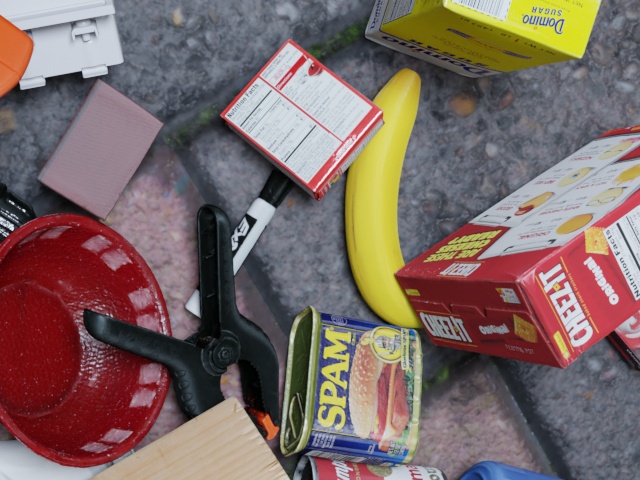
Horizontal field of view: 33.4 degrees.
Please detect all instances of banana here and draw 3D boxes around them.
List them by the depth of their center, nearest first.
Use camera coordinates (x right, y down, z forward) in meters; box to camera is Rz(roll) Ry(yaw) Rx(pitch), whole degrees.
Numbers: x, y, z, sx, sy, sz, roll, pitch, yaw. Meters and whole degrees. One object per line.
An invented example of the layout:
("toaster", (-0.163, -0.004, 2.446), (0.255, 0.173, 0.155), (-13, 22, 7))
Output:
("banana", (0.048, -0.022, 0.765), (0.069, 0.037, 0.198), (-11, 98, -30))

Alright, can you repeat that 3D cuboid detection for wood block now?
("wood block", (-0.115, 0.202, 0.679), (0.206, 0.091, 0.090), (-29, 132, -12))

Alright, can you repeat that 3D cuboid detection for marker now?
("marker", (-0.055, 0.001, 0.750), (0.020, 0.020, 0.121), (33, 87, -13))

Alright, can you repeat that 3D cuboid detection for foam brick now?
("foam brick", (-0.146, -0.060, 0.710), (0.051, 0.053, 0.078), (31, 88, -13))

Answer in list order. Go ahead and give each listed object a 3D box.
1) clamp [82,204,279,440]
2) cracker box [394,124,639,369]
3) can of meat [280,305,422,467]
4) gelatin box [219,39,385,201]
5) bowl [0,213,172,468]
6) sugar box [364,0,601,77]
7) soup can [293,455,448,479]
("clamp", (-0.071, 0.063, 0.724), (0.120, 0.039, 0.171), (-48, 126, -16))
("cracker box", (0.180, -0.004, 0.710), (0.213, 0.164, 0.072), (-33, 101, -18))
("can of meat", (0.022, 0.104, 0.745), (0.083, 0.058, 0.102), (11, 68, -15))
("gelatin box", (-0.012, -0.083, 0.734), (0.089, 0.030, 0.073), (39, 85, 12))
("bowl", (-0.170, 0.066, 0.689), (0.161, 0.055, 0.162), (23, 61, -49))
("sugar box", (0.097, -0.143, 0.691), (0.093, 0.176, 0.048), (18, 88, -12))
("soup can", (0.035, 0.191, 0.759), (0.102, 0.068, 0.068), (8, 93, -13))
